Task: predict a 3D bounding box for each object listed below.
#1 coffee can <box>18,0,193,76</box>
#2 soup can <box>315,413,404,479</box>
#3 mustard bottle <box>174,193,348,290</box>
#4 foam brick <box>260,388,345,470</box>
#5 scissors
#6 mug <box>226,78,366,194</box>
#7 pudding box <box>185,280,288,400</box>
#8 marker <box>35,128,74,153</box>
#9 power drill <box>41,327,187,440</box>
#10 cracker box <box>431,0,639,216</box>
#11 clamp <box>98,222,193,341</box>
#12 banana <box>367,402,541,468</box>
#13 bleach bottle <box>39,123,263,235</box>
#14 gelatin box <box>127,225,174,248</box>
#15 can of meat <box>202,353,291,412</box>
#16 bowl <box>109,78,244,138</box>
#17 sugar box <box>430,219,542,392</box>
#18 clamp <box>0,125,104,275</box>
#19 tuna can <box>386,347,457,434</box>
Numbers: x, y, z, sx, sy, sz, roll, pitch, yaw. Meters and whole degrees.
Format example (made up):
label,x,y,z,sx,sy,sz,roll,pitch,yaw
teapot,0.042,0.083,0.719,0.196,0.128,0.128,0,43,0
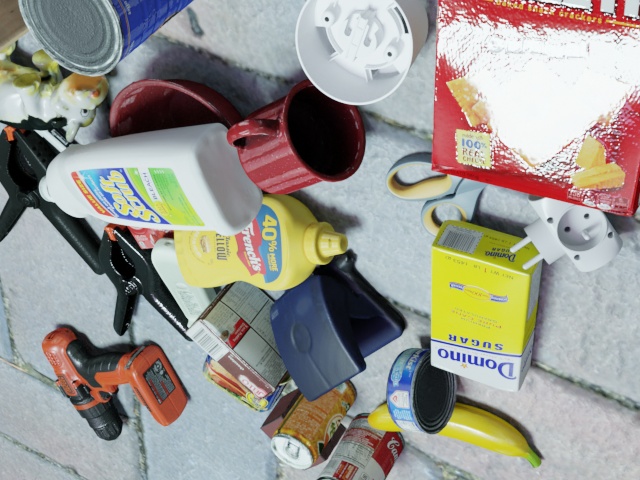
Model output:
label,x,y,z,sx,sy,sz,roll,pitch,yaw
coffee can,-0.168,-0.217,0.893,0.103,0.140,0.103,19,136,20
soup can,0.043,0.254,1.200,0.069,0.102,0.068,19,135,20
mustard bottle,-0.057,0.001,1.066,0.192,0.058,0.096,1,97,33
foam brick,-0.020,0.222,1.253,0.078,0.053,0.051,45,139,-9
scissors,0.148,-0.043,0.921,0.202,0.016,0.096,-1,127,36
mug,-0.029,-0.088,0.939,0.082,0.117,0.093,-17,77,49
pudding box,-0.075,0.102,1.156,0.113,0.089,0.039,44,137,-6
marker,-0.264,-0.088,1.170,0.121,0.020,0.020,43,139,-6
power drill,-0.266,0.198,1.402,0.188,0.057,0.184,-2,125,37
cracker box,0.169,-0.134,0.772,0.164,0.072,0.214,16,130,23
clamp,-0.203,0.051,1.241,0.120,0.039,0.171,5,128,18
banana,0.135,0.199,1.134,0.198,0.037,0.069,12,131,27
bleach bottle,-0.178,-0.052,1.026,0.251,0.068,0.102,-3,125,39
gelatin box,-0.175,-0.029,1.150,0.089,0.030,0.073,-3,127,37
can of meat,-0.081,0.142,1.222,0.102,0.057,0.084,34,142,6
bowl,-0.123,-0.098,1.034,0.162,0.055,0.162,20,136,20
sugar box,0.150,0.064,0.984,0.093,0.048,0.176,17,139,22
clamp,-0.320,-0.049,1.232,0.165,0.036,0.210,20,136,14
tuna can,0.102,0.151,1.077,0.034,0.086,0.086,0,127,37
